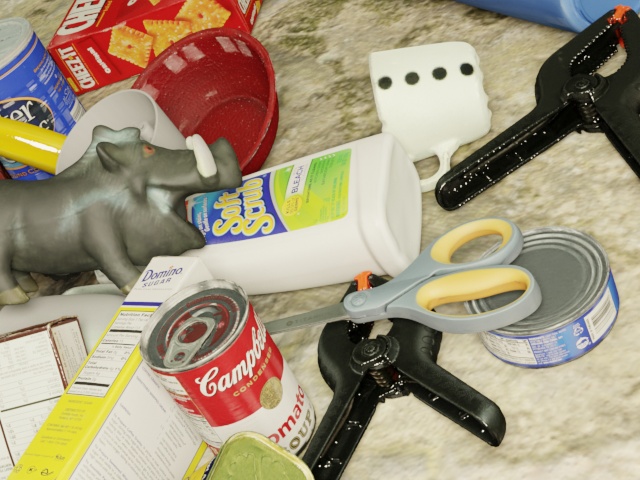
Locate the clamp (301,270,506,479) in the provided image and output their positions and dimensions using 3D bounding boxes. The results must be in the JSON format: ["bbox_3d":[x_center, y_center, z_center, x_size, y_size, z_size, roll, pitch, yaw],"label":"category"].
[{"bbox_3d":[0.029,0.083,0.623,0.120,0.039,0.171,-22,30,1],"label":"clamp"}]

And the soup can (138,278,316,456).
[{"bbox_3d":[-0.052,0.082,0.622,0.068,0.102,0.068,-18,37,14],"label":"soup can"}]

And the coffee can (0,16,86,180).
[{"bbox_3d":[-0.274,-0.118,0.979,0.103,0.140,0.103,-18,37,14],"label":"coffee can"}]

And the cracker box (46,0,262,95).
[{"bbox_3d":[-0.166,-0.252,1.131,0.214,0.072,0.164,-13,38,21],"label":"cracker box"}]

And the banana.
[{"bbox_3d":[-0.216,-0.071,0.910,0.198,0.069,0.037,20,90,5],"label":"banana"}]

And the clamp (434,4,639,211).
[{"bbox_3d":[0.191,-0.090,0.727,0.165,0.036,0.209,8,49,40],"label":"clamp"}]

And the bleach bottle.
[{"bbox_3d":[-0.055,0.001,0.759,0.251,0.068,0.102,-14,46,24],"label":"bleach bottle"}]

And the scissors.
[{"bbox_3d":[0.038,0.026,0.646,0.202,0.016,0.096,-4,40,30],"label":"scissors"}]

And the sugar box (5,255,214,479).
[{"bbox_3d":[-0.107,0.102,0.642,0.048,0.093,0.176,-3,42,31],"label":"sugar box"}]

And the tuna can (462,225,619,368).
[{"bbox_3d":[0.128,0.033,0.621,0.086,0.033,0.086,-18,37,14],"label":"tuna can"}]

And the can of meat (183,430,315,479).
[{"bbox_3d":[-0.056,0.159,0.542,0.084,0.057,0.102,-43,17,46],"label":"can of meat"}]

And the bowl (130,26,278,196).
[{"bbox_3d":[-0.091,-0.090,0.870,0.162,0.055,0.162,-14,62,28],"label":"bowl"}]

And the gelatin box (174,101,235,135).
[{"bbox_3d":[-0.106,-0.114,0.959,0.089,0.030,0.073,-17,36,14],"label":"gelatin box"}]

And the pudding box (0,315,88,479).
[{"bbox_3d":[-0.183,0.112,0.669,0.090,0.113,0.039,-15,2,16],"label":"pudding box"}]
